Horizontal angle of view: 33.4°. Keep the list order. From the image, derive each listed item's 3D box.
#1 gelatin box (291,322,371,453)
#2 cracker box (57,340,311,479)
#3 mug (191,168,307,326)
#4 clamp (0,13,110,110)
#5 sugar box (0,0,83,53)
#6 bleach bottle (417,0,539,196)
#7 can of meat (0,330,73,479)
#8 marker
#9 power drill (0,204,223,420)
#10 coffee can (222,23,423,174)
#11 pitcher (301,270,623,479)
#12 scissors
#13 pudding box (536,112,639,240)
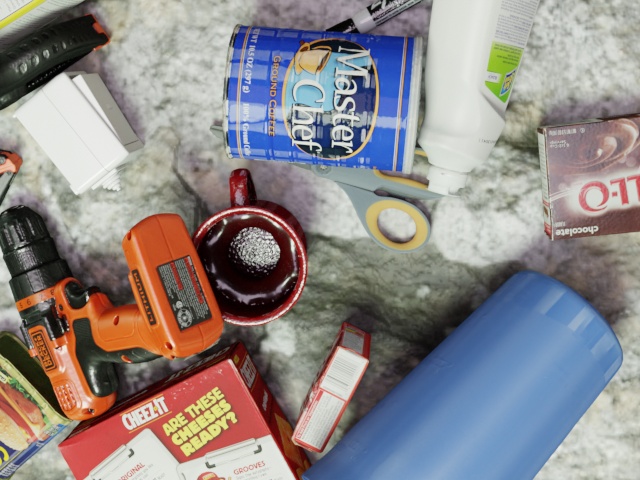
[{"bbox_3d":[0.009,0.118,0.861,0.030,0.073,0.089,26,102,0],"label":"gelatin box"},{"bbox_3d":[-0.089,0.215,0.886,0.164,0.072,0.213,-27,96,8],"label":"cracker box"},{"bbox_3d":[-0.055,0.001,0.839,0.093,0.081,0.117,-10,100,5],"label":"mug"},{"bbox_3d":[-0.251,-0.113,0.804,0.165,0.209,0.036,-24,102,49],"label":"clamp"},{"bbox_3d":[-0.259,-0.168,0.817,0.176,0.093,0.048,-27,97,8],"label":"sugar box"},{"bbox_3d":[0.116,-0.157,0.791,0.068,0.102,0.251,21,104,35],"label":"bleach bottle"},{"bbox_3d":[-0.266,0.139,0.892,0.084,0.057,0.102,-41,96,7],"label":"can of meat"},{"bbox_3d":[0.056,-0.183,0.831,0.121,0.020,0.020,-29,97,9],"label":"marker"},{"bbox_3d":[-0.170,0.040,0.828,0.188,0.057,0.184,-21,93,43],"label":"power drill"},{"bbox_3d":[0.004,-0.107,0.804,0.140,0.102,0.103,5,100,4],"label":"coffee can"},{"bbox_3d":[0.107,0.138,0.811,0.149,0.145,0.242,40,77,23],"label":"pitcher"},{"bbox_3d":[0.009,-0.041,0.861,0.202,0.016,0.096,3,100,3],"label":"scissors"},{"bbox_3d":[0.229,-0.051,0.832,0.113,0.039,0.090,-6,100,5],"label":"pudding box"}]
